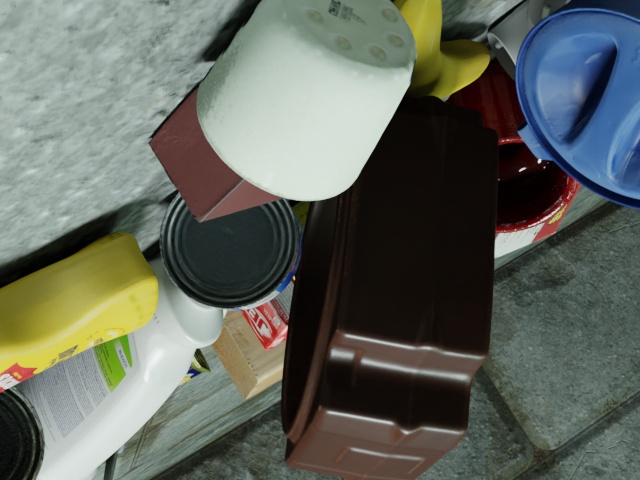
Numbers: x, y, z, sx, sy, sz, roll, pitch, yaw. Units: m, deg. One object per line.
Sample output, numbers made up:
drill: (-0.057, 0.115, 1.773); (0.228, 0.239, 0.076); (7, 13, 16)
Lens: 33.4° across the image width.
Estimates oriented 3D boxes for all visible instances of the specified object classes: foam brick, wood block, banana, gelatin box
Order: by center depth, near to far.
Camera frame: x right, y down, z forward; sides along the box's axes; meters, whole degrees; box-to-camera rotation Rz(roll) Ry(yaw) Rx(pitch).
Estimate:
foam brick: (-0.040, -0.049, 0.559); (0.051, 0.053, 0.078); (-39, 168, 34)
banana: (0.068, -0.112, 0.635); (0.070, 0.037, 0.197); (-34, 170, 8)
gelatin box: (-0.048, 0.036, 0.838); (0.030, 0.089, 0.073); (-29, 170, -23)
wood block: (-0.011, 0.075, 1.147); (0.205, 0.090, 0.091); (-28, 168, -22)

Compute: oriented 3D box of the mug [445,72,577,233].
mug: (0.136, -0.059, 0.770); (0.093, 0.081, 0.117); (-26, 132, 23)

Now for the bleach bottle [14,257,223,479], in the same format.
bleach bottle: (-0.143, 0.092, 0.779); (0.067, 0.102, 0.251); (-6, 154, -50)

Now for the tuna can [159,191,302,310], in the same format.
tuna can: (-0.054, 0.001, 0.663); (0.086, 0.086, 0.033); (-33, 171, 1)

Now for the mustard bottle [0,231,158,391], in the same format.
mustard bottle: (-0.190, 0.061, 0.616); (0.191, 0.058, 0.096); (-27, 174, -27)

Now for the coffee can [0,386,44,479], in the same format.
coffee can: (-0.263, 0.165, 0.763); (0.102, 0.103, 0.141); (-25, 168, -35)
